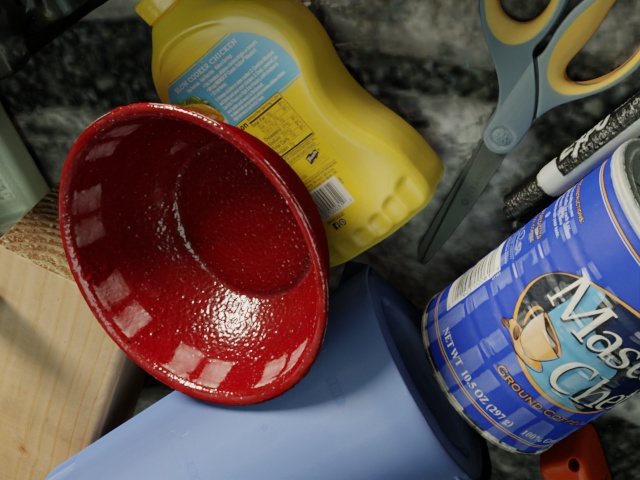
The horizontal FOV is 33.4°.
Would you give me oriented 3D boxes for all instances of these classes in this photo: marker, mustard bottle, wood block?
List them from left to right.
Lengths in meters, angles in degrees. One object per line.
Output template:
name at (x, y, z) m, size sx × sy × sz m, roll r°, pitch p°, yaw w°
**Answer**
wood block at (-0.159, 0.073, 0.677) m, size 0.090 × 0.090 × 0.206 m, roll 25°, pitch 126°, yaw 2°
mustard bottle at (-0.030, -0.077, 0.554) m, size 0.096 × 0.058 × 0.191 m, roll -32°, pitch 107°, yaw 39°
marker at (0.138, -0.046, 0.538) m, size 0.020 × 0.020 × 0.121 m, roll 42°, pitch 125°, yaw -10°

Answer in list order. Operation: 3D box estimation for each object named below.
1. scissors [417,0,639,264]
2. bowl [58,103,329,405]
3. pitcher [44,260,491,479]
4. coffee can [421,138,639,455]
scissors at (0.084, -0.073, 0.543) m, size 0.096 × 0.016 × 0.202 m, roll 42°, pitch 125°, yaw -8°
bowl at (-0.054, 0.001, 0.539) m, size 0.162 × 0.055 × 0.162 m, roll 15°, pitch 121°, yaw 27°
pitcher at (-0.033, 0.134, 0.596) m, size 0.243 × 0.149 × 0.145 m, roll -31°, pitch 103°, yaw 14°
coffee can at (0.135, 0.031, 0.538) m, size 0.102 × 0.102 × 0.141 m, roll 41°, pitch 126°, yaw -9°
